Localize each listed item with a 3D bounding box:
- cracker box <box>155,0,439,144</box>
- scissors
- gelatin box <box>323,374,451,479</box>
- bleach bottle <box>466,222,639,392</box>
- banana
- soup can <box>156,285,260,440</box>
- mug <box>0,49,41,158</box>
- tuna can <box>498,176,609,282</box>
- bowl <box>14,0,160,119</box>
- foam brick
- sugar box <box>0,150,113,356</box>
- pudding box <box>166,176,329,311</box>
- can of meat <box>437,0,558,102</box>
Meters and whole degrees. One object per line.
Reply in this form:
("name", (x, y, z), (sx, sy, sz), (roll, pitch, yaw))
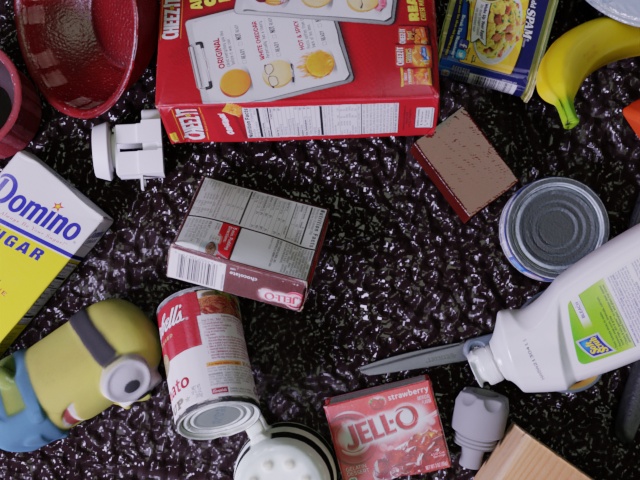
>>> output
("cracker box", (-0.016, -0.163, 0.845), (0.213, 0.072, 0.164), (-2, 66, 3))
("scissors", (0.142, 0.104, 0.873), (0.202, 0.016, 0.096), (-26, 86, 1))
("gelatin box", (0.054, 0.155, 0.861), (0.089, 0.030, 0.073), (-14, 94, 4))
("bleach bottle", (0.229, 0.042, 0.820), (0.251, 0.068, 0.102), (-26, 88, 10))
("banana", (0.230, -0.146, 0.843), (0.197, 0.037, 0.069), (-31, 79, -30))
("soup can", (-0.088, 0.096, 0.835), (0.068, 0.068, 0.102), (-16, 57, 1))
("mug", (-0.279, -0.099, 0.866), (0.093, 0.081, 0.117), (16, 87, 3))
("tuna can", (0.190, -0.009, 0.868), (0.086, 0.034, 0.086), (0, 87, 2))
("bowl", (-0.178, -0.181, 0.857), (0.162, 0.055, 0.162), (12, 108, 40))
("foam brick", (0.116, -0.061, 0.864), (0.051, 0.053, 0.078), (-36, 87, 0))
("sugar box", (-0.263, 0.021, 0.877), (0.093, 0.048, 0.176), (38, 90, 4))
("pudding box", (-0.056, 0.001, 0.851), (0.113, 0.039, 0.090), (16, 43, 1))
("can of meat", (0.142, -0.173, 0.867), (0.084, 0.057, 0.102), (15, 88, 4))
